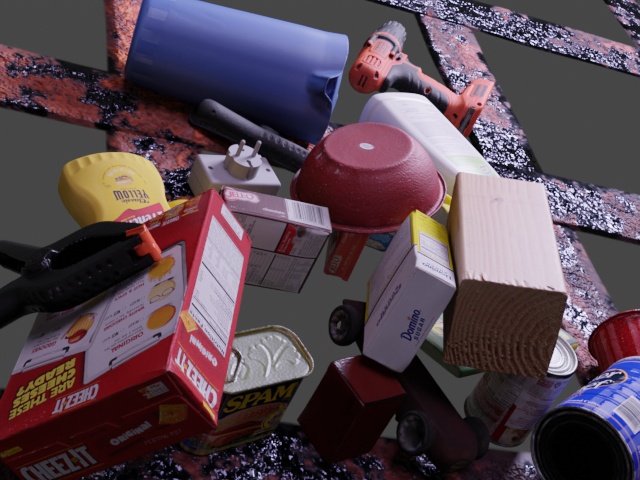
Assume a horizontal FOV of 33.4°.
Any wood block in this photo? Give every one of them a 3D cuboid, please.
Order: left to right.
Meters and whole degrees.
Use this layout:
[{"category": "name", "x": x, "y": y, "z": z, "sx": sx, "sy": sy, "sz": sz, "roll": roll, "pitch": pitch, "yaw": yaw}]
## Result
[{"category": "wood block", "x": 0.162, "y": 0.025, "z": 0.974, "sx": 0.091, "sy": 0.090, "sz": 0.206, "roll": 9, "pitch": 29, "yaw": 2}]

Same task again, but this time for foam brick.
[{"category": "foam brick", "x": 0.026, "y": 0.143, "z": 0.909, "sx": 0.051, "sy": 0.078, "sz": 0.053, "roll": -7, "pitch": 47, "yaw": -41}]

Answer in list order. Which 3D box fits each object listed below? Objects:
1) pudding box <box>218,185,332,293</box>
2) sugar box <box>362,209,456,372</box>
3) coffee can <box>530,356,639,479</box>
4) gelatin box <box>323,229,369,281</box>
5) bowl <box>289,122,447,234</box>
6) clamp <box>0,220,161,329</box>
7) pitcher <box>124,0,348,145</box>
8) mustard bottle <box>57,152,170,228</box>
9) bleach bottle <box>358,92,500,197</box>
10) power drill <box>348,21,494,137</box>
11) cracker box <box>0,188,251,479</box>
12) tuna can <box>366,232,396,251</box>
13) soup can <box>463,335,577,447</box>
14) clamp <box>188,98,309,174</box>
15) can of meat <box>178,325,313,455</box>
[{"category": "pudding box", "x": -0.057, "y": 0.001, "z": 1.025, "sx": 0.113, "sy": 0.090, "sz": 0.039, "roll": 13, "pitch": 39, "yaw": -20}, {"category": "sugar box", "x": 0.079, "y": 0.042, "z": 0.959, "sx": 0.048, "sy": 0.093, "sz": 0.176, "roll": 28, "pitch": 18, "yaw": -7}, {"category": "coffee can", "x": 0.277, "y": 0.179, "z": 0.999, "sx": 0.103, "sy": 0.103, "sz": 0.140, "roll": 44, "pitch": 39, "yaw": 23}, {"category": "gelatin box", "x": 0.031, "y": -0.013, "z": 1.114, "sx": 0.030, "sy": 0.073, "sz": 0.089, "roll": 20, "pitch": 37, "yaw": -8}, {"category": "bowl", "x": 0.049, "y": -0.074, "z": 1.082, "sx": 0.162, "sy": 0.055, "sz": 0.162, "roll": -1, "pitch": 36, "yaw": 1}, {"category": "clamp", "x": -0.220, "y": 0.035, "z": 0.827, "sx": 0.036, "sy": 0.210, "sz": 0.164, "roll": 61, "pitch": 33, "yaw": -26}, {"category": "pitcher", "x": -0.099, "y": -0.205, "z": 1.244, "sx": 0.242, "sy": 0.149, "sz": 0.145, "roll": 15, "pitch": 52, "yaw": -11}, {"category": "mustard bottle", "x": -0.169, "y": -0.001, "z": 0.985, "sx": 0.096, "sy": 0.058, "sz": 0.192, "roll": -4, "pitch": 45, "yaw": -34}, {"category": "bleach bottle", "x": 0.149, "y": -0.083, "z": 1.261, "sx": 0.102, "sy": 0.068, "sz": 0.251, "roll": -5, "pitch": 40, "yaw": -33}, {"category": "power drill", "x": 0.141, "y": -0.226, "z": 1.470, "sx": 0.187, "sy": 0.057, "sz": 0.184, "roll": 26, "pitch": 39, "yaw": 3}, {"category": "cracker box", "x": -0.145, "y": 0.073, "z": 0.815, "sx": 0.072, "sy": 0.164, "sz": 0.213, "roll": 54, "pitch": 24, "yaw": -30}, {"category": "tuna can", "x": 0.069, "y": -0.032, "z": 1.150, "sx": 0.033, "sy": 0.086, "sz": 0.086, "roll": 21, "pitch": 36, "yaw": -11}, {"category": "soup can", "x": 0.186, "y": 0.135, "z": 0.998, "sx": 0.068, "sy": 0.102, "sz": 0.068, "roll": 17, "pitch": 36, "yaw": -13}, {"category": "clamp", "x": -0.068, "y": -0.110, "z": 1.168, "sx": 0.171, "sy": 0.039, "sz": 0.120, "roll": 23, "pitch": 4, "yaw": -3}, {"category": "can of meat", "x": -0.068, "y": 0.122, "z": 0.869, "sx": 0.101, "sy": 0.084, "sz": 0.057, "roll": -8, "pitch": 48, "yaw": -39}]
